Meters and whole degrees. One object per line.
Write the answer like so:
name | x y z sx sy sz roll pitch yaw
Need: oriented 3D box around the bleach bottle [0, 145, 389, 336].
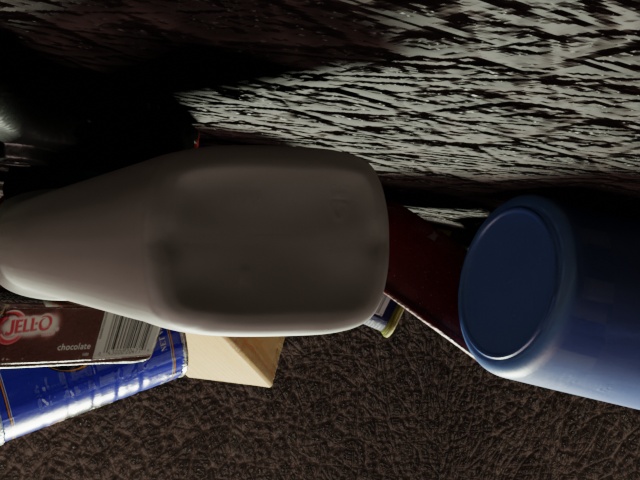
bleach bottle | -0.081 0.001 0.474 0.102 0.068 0.251 1 179 -31

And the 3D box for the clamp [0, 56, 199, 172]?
clamp | -0.122 -0.051 0.435 0.209 0.036 0.165 7 175 -43

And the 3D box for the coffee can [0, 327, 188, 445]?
coffee can | -0.178 0.072 0.750 0.140 0.103 0.103 -19 -173 -24

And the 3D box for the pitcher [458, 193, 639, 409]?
pitcher | 0.216 0.041 0.653 0.242 0.149 0.145 12 -165 -26

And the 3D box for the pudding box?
pudding box | -0.156 0.036 0.586 0.090 0.039 0.113 24 -170 37

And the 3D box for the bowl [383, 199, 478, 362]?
bowl | 0.067 0.020 0.723 0.162 0.055 0.162 36 180 -1

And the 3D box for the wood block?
wood block | -0.105 0.047 0.929 0.091 0.090 0.206 5 154 21
